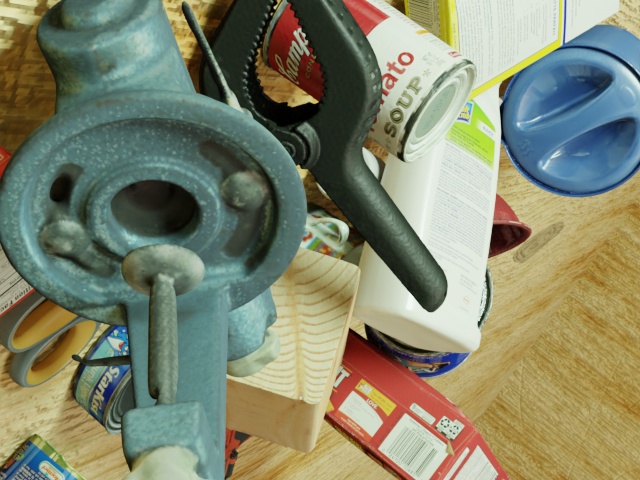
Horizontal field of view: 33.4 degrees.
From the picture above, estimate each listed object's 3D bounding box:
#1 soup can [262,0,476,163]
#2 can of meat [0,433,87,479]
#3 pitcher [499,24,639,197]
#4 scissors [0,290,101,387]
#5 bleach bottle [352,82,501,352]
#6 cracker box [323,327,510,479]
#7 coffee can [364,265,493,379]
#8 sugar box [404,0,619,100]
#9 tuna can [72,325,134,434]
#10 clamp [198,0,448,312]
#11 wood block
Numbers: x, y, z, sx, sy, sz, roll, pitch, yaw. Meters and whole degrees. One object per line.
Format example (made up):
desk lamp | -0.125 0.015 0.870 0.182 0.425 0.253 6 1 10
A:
soup can | 0.027 -0.098 0.597 0.068 0.102 0.068 -45 161 -20
can of meat | -0.183 0.179 0.677 0.084 0.057 0.102 -49 163 -19
pitcher | 0.264 -0.135 1.006 0.145 0.149 0.242 -49 178 27
scissors | -0.111 0.021 0.623 0.201 0.016 0.096 -32 155 -48
bleach bottle | 0.094 -0.052 0.782 0.102 0.068 0.251 29 69 -42
cracker box | 0.068 0.159 0.902 0.072 0.164 0.213 -51 153 -7
coffee can | 0.085 0.055 0.878 0.102 0.103 0.140 -50 168 -8
sugar box | 0.136 -0.170 0.735 0.176 0.048 0.093 -33 133 -29
tuna can | -0.118 0.082 0.690 0.086 0.034 0.086 -46 161 -21
clamp | -0.005 -0.049 0.561 0.036 0.164 0.210 -71 168 -59
wood block | -0.032 0.075 0.721 0.206 0.090 0.090 96 12 -71
